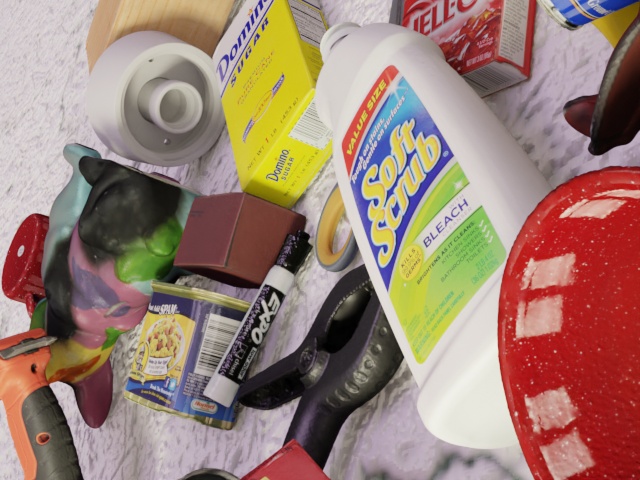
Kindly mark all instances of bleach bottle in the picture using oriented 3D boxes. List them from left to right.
[{"bbox_3d":[0.049,-0.026,0.526,0.103,0.068,0.251,-53,40,25],"label":"bleach bottle"}]

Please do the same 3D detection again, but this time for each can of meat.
[{"bbox_3d":[-0.086,0.076,0.720,0.102,0.057,0.084,4,77,59],"label":"can of meat"}]

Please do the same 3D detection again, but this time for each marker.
[{"bbox_3d":[-0.038,0.047,0.675,0.020,0.020,0.121,9,69,60],"label":"marker"}]

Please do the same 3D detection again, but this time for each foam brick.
[{"bbox_3d":[-0.055,0.001,0.720,0.078,0.051,0.053,0,71,58],"label":"foam brick"}]

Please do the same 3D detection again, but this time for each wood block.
[{"bbox_3d":[-0.124,-0.221,0.895,0.206,0.090,0.091,-62,30,34],"label":"wood block"}]

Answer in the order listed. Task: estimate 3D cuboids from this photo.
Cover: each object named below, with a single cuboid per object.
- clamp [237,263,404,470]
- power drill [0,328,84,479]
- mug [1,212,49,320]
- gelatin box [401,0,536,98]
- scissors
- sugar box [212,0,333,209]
[{"bbox_3d":[0.005,0.081,0.586,0.172,0.039,0.120,-53,33,33],"label":"clamp"},{"bbox_3d":[-0.219,0.172,0.788,0.185,0.057,0.188,-30,84,34],"label":"power drill"},{"bbox_3d":[-0.236,0.034,0.962,0.093,0.081,0.117,-39,41,41],"label":"mug"},{"bbox_3d":[0.079,-0.114,0.596,0.089,0.030,0.073,-17,58,53],"label":"gelatin box"},{"bbox_3d":[0.028,-0.065,0.662,0.096,0.016,0.201,-37,42,42],"label":"scissors"},{"bbox_3d":[-0.030,-0.113,0.756,0.093,0.048,0.176,-52,35,27],"label":"sugar box"}]
